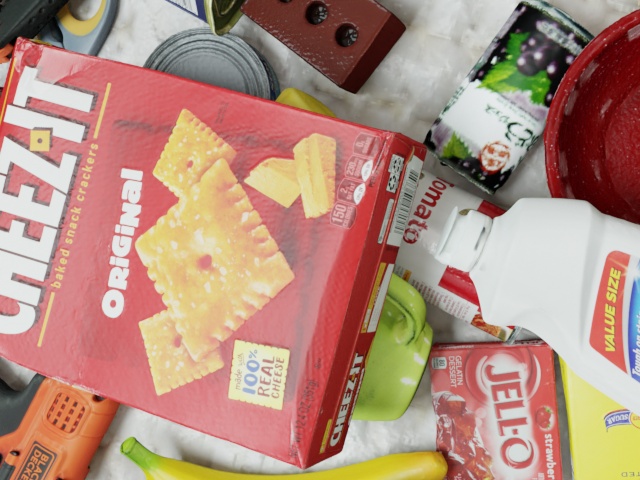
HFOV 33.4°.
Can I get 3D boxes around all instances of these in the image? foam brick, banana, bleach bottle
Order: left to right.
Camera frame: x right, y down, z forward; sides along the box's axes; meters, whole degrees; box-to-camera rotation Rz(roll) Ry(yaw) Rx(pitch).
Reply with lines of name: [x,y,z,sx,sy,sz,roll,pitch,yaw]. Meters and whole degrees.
banana: [-0.021,0.152,0.645,0.198,0.069,0.037,-1,49,10]
foam brick: [0.002,-0.131,0.632,0.078,0.051,0.053,38,99,8]
bleach bottle: [0.175,0.052,0.542,0.251,0.068,0.102,23,100,0]

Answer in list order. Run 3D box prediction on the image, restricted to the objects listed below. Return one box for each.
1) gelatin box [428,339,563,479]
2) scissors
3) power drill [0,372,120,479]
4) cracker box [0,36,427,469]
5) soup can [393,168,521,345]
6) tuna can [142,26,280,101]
gelatin box: [0.104,0.104,0.630,0.073,0.030,0.089,-4,92,12]
scissors: [-0.147,-0.098,0.683,0.096,0.016,0.202,-30,86,11]
power drill: [-0.242,0.131,0.693,0.188,0.057,0.184,30,94,7]
cracker box: [-0.072,0.001,0.542,0.214,0.072,0.164,17,92,18]
soup can: [0.079,0.006,0.612,0.102,0.068,0.068,28,97,9]
tuna can: [-0.068,-0.086,0.658,0.086,0.033,0.086,0,92,12]
